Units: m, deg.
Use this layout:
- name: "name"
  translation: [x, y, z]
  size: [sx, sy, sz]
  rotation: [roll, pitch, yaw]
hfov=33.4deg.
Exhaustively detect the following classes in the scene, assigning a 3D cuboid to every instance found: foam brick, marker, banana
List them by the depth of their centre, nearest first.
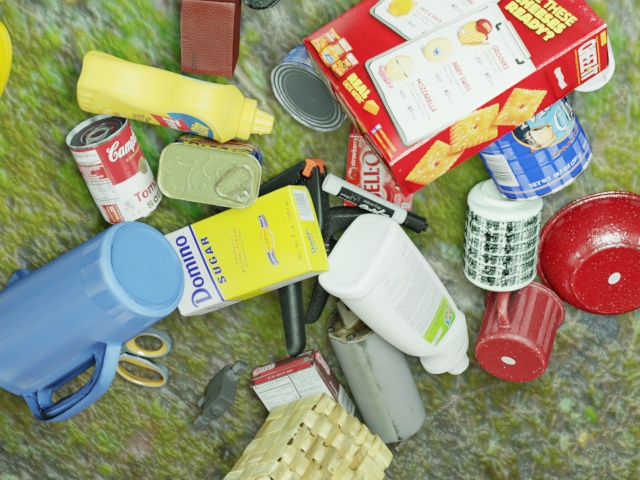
- name: "foam brick"
  translation: [-0.106, -0.205, 1.033]
  size: [0.053, 0.051, 0.078]
  rotation: [7, 125, 1]
- name: "banana"
  translation: [-0.361, -0.156, 1.098]
  size: [0.070, 0.037, 0.198]
  rotation: [40, 120, 13]
- name: "marker"
  translation: [0.059, -0.037, 1.119]
  size: [0.121, 0.020, 0.020]
  rotation: [24, 123, -13]

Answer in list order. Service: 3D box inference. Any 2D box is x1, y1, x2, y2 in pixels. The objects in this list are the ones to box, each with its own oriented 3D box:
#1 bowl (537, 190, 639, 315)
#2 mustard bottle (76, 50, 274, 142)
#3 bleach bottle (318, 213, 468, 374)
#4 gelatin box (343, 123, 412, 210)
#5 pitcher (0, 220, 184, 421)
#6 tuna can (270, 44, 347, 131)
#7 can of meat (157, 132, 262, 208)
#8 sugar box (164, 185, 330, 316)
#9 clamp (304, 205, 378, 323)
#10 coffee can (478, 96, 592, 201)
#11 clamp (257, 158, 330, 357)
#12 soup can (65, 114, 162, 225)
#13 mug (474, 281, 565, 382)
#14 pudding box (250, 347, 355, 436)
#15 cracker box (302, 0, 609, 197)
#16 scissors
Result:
- name: "bowl"
  translation: [0.316, 0.027, 1.160]
  size: [0.162, 0.055, 0.162]
  rotation: [2, 124, 3]
- name: "mustard bottle"
  translation: [-0.141, -0.137, 1.060]
  size: [0.191, 0.096, 0.058]
  rotation: [13, 83, -6]
- name: "bleach bottle"
  translation: [0.098, 0.081, 1.172]
  size: [0.068, 0.102, 0.250]
  rotation: [15, 154, 43]
- name: "gelatin box"
  translation: [0.063, -0.076, 1.122]
  size: [0.073, 0.030, 0.089]
  rotation: [5, 125, 1]
- name: "pitcher"
  translation: [-0.257, 0.083, 1.154]
  size: [0.243, 0.144, 0.149]
  rotation: [-29, 109, 37]
- name: "tuna can"
  translation: [-0.005, -0.150, 1.049]
  size: [0.086, 0.033, 0.086]
  rotation: [29, 151, 17]
- name: "can of meat"
  translation: [-0.110, -0.074, 1.097]
  size: [0.102, 0.084, 0.057]
  rotation: [9, 105, -1]
- name: "sugar box"
  translation: [-0.082, 0.013, 1.121]
  size: [0.176, 0.048, 0.093]
  rotation: [-20, 78, 28]
- name: "clamp"
  translation: [0.009, 0.022, 1.189]
  size: [0.172, 0.039, 0.120]
  rotation: [-26, 118, 24]
- name: "coffee can"
  translation: [0.190, -0.123, 1.036]
  size: [0.103, 0.102, 0.140]
  rotation: [-23, 120, 19]
- name: "clamp"
  translation: [-0.058, 0.001, 1.156]
  size: [0.165, 0.036, 0.210]
  rotation: [25, 105, 19]
- name: "soup can"
  translation: [-0.215, -0.075, 1.121]
  size: [0.068, 0.068, 0.102]
  rotation: [-12, 123, 12]
- name: "mug"
  translation: [0.216, 0.094, 1.180]
  size: [0.093, 0.081, 0.117]
  rotation: [2, 134, 25]
- name: "pudding box"
  translation: [-0.021, 0.192, 1.310]
  size: [0.090, 0.039, 0.113]
  rotation: [-19, 119, 19]
- name: "cracker box"
  translation: [0.117, -0.163, 0.939]
  size: [0.213, 0.164, 0.072]
  rotation: [-33, 150, 0]
- name: "scissors"
  translation: [-0.267, 0.117, 1.290]
  size: [0.201, 0.016, 0.096]
  rotation: [29, 120, -15]
